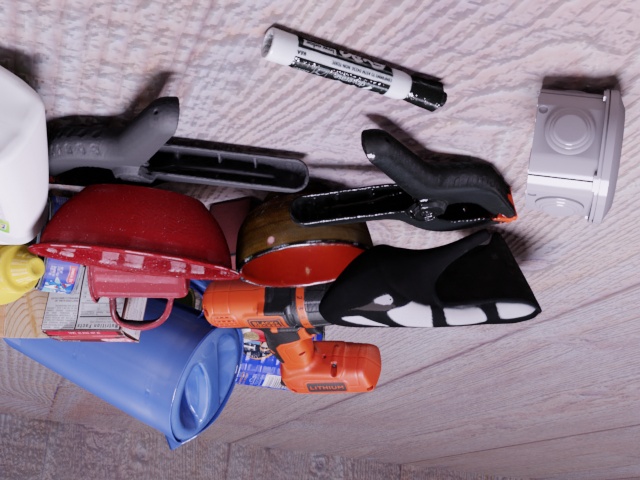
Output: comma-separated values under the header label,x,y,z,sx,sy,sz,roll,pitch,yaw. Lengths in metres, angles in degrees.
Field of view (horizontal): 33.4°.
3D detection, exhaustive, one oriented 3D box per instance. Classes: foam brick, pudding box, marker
label,x,y,z,sx,sy,sz,roll,pitch,yaw
foam brick,-0.056,0.001,0.933,0.051,0.053,0.078,-8,159,39
pudding box,-0.207,0.039,1.005,0.090,0.113,0.039,-1,159,21
marker,0.023,-0.099,0.631,0.121,0.020,0.020,13,162,-25

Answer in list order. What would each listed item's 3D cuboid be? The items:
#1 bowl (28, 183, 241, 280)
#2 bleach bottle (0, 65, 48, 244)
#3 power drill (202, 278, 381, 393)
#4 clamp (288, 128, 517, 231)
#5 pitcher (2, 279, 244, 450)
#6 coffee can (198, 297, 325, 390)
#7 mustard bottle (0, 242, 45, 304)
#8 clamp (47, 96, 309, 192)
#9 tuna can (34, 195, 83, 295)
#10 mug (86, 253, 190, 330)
label,x,y,z,sx,sy,sz,roll,pitch,yaw
bowl,-0.138,-0.007,0.816,0.162,0.055,0.162,6,172,1
bleach bottle,-0.244,-0.051,0.760,0.102,0.068,0.251,29,160,-4
power drill,-0.001,0.088,1.044,0.185,0.057,0.187,-2,148,21
clamp,0.065,-0.031,0.784,0.171,0.039,0.120,14,154,-34
pitcher,-0.208,0.095,1.112,0.243,0.149,0.145,21,152,21
coffee can,-0.075,0.120,1.247,0.140,0.103,0.103,9,163,-12
mustard bottle,-0.304,0.026,0.921,0.192,0.058,0.096,-2,-165,38
clamp,-0.134,-0.064,0.765,0.210,0.036,0.164,0,167,25
tuna can,-0.229,0.004,0.939,0.033,0.086,0.086,8,164,-21
mug,-0.156,0.021,0.935,0.081,0.117,0.093,1,-177,-2
